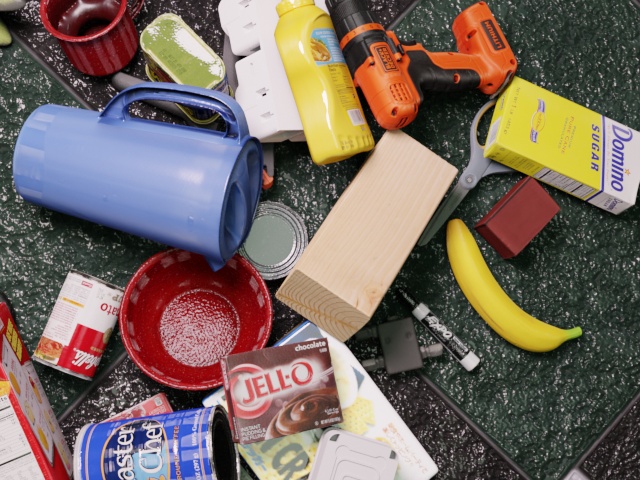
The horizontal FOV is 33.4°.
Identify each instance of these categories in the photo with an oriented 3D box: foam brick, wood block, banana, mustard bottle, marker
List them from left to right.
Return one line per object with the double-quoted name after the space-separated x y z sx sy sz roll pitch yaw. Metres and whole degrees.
-0.004 -0.176 1.101 0.058 0.096 0.191 -18 92 27 "mustard bottle"
0.050 -0.008 1.130 0.091 0.090 0.206 34 63 -2 "wood block"
0.129 0.097 1.194 0.121 0.020 0.020 45 82 0 "marker"
0.202 0.063 1.199 0.198 0.037 0.069 43 58 -2 "banana"
0.221 -0.025 1.199 0.051 0.053 0.078 45 83 0 "foam brick"

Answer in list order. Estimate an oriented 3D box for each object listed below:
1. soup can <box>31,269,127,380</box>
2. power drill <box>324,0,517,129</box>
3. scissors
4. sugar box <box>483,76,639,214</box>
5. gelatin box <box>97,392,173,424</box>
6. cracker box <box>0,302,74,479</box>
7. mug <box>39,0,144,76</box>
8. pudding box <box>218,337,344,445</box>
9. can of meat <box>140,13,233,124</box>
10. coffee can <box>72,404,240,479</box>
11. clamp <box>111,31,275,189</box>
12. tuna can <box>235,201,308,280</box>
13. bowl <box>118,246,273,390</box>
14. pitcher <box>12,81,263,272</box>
-0.254 0.089 1.133 0.068 0.068 0.102 22 82 -3 "soup can"
0.109 -0.214 1.172 0.187 0.057 0.184 -13 70 -26 "power drill"
0.187 -0.066 1.208 0.096 0.016 0.201 24 77 -7 "scissors"
0.277 -0.106 1.200 0.176 0.048 0.093 21 69 -7 "sugar box"
-0.192 0.215 1.145 0.089 0.030 0.073 -26 88 -7 "gelatin box"
-0.308 0.181 1.052 0.072 0.164 0.213 -23 99 -8 "cracker box"
-0.236 -0.239 1.152 0.093 0.081 0.117 39 75 20 "mug"
-0.041 0.152 1.085 0.113 0.039 0.090 -9 85 -20 "pudding box"
-0.142 -0.182 1.130 0.057 0.084 0.102 -44 82 -10 "can of meat"
-0.161 0.224 1.065 0.140 0.102 0.103 -10 85 8 "coffee can"
-0.107 -0.154 1.188 0.164 0.036 0.210 -40 85 -7 "clamp"
-0.058 0.001 1.178 0.086 0.034 0.086 1 84 -5 "tuna can"
-0.131 0.086 1.141 0.162 0.055 0.162 1 70 -2 "bowl"
-0.186 -0.076 1.104 0.243 0.145 0.149 14 70 11 "pitcher"
